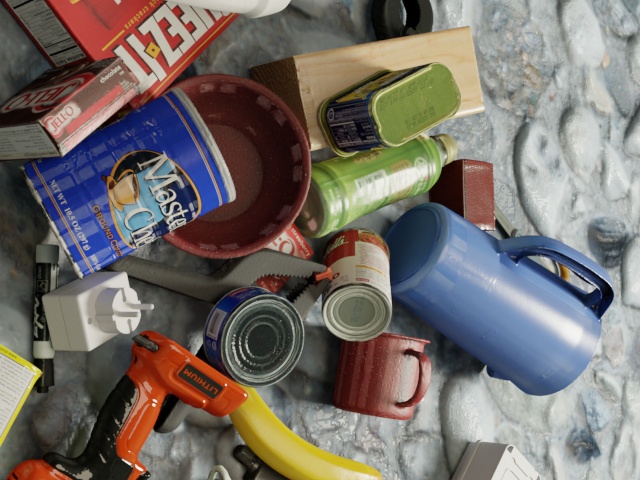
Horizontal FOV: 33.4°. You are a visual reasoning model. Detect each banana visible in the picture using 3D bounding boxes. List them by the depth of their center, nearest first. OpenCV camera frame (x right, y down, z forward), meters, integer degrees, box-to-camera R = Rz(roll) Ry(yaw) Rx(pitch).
[{"bbox_3d":[-0.024,0.186,0.992,0.197,0.037,0.069,44,60,-12],"label":"banana"}]

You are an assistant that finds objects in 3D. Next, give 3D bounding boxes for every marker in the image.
[{"bbox_3d":[-0.225,0.064,0.872,0.020,0.020,0.121,5,84,-40],"label":"marker"}]

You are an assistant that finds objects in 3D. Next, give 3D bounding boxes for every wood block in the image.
[{"bbox_3d":[0.048,-0.148,1.050,0.205,0.091,0.090,-15,98,-29],"label":"wood block"}]

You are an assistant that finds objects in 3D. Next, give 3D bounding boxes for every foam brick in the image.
[{"bbox_3d":[0.157,-0.049,1.186,0.051,0.053,0.078,0,88,-40],"label":"foam brick"}]

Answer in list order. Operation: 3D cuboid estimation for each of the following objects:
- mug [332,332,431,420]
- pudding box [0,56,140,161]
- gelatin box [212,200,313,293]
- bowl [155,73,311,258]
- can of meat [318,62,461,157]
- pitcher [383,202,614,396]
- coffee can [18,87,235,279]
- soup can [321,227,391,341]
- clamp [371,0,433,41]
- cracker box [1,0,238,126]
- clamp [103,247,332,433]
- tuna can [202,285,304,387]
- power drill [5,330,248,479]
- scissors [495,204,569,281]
[{"bbox_3d":[0.065,0.133,1.055,0.093,0.117,0.081,14,83,-40],"label":"mug"},{"bbox_3d":[-0.208,-0.102,0.837,0.089,0.114,0.039,-46,119,-33],"label":"pudding box"},{"bbox_3d":[-0.057,0.001,1.013,0.073,0.030,0.089,-47,116,-32],"label":"gelatin box"},{"bbox_3d":[-0.092,-0.063,0.948,0.162,0.055,0.162,1,86,-11],"label":"bowl"},{"bbox_3d":[0.063,-0.119,0.957,0.102,0.084,0.057,-31,105,-27],"label":"can of meat"},{"bbox_3d":[0.184,0.054,1.140,0.242,0.145,0.149,32,81,-29],"label":"pitcher"},{"bbox_3d":[-0.153,-0.046,0.854,0.140,0.103,0.103,-28,107,-11],"label":"coffee can"},{"bbox_3d":[0.035,0.042,1.033,0.068,0.069,0.102,52,20,-25],"label":"soup can"},{"bbox_3d":[0.082,-0.208,1.144,0.120,0.039,0.171,-14,96,-43],"label":"clamp"},{"bbox_3d":[-0.182,-0.232,0.896,0.164,0.072,0.213,-51,119,-30],"label":"cracker box"},{"bbox_3d":[-0.083,0.073,0.961,0.209,0.036,0.164,-13,98,-26],"label":"clamp"},{"bbox_3d":[-0.057,0.085,0.935,0.086,0.034,0.086,-6,101,-30],"label":"tuna can"},{"bbox_3d":[-0.142,0.185,0.886,0.184,0.057,0.187,41,74,-29],"label":"power drill"},{"bbox_3d":[0.231,0.017,1.268,0.201,0.016,0.096,32,67,-34],"label":"scissors"}]
